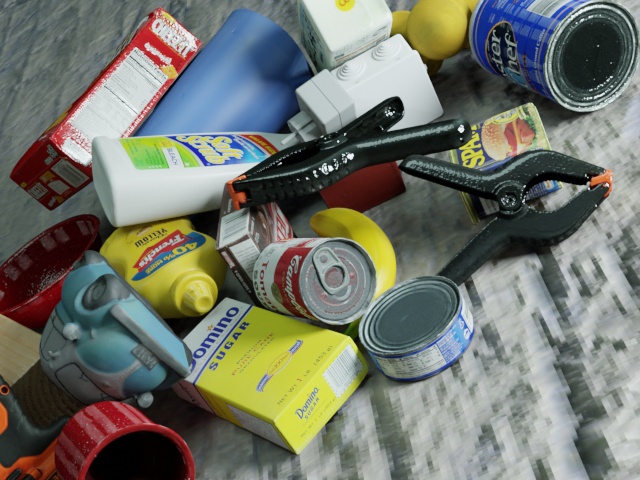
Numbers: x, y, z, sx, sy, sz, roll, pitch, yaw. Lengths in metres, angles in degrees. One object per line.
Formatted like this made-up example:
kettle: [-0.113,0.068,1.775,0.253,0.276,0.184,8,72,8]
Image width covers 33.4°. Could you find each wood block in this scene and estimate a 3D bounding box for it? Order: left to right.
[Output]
wood block: [-0.299,0.133,1.006,0.090,0.090,0.206,-46,34,-23]

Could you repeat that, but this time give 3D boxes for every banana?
banana: [0.030,0.014,0.943,0.070,0.037,0.198,-26,31,8]

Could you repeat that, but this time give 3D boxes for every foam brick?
foam brick: [0.035,-0.063,1.037,0.078,0.051,0.053,-26,31,7]

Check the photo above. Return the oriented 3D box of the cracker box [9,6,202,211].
cracker box: [-0.244,-0.147,1.204,0.164,0.072,0.213,-21,32,58]

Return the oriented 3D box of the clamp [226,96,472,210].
clamp: [0.021,-0.076,0.943,0.209,0.036,0.165,-25,20,-18]

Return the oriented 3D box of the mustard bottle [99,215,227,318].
mustard bottle: [-0.141,0.027,1.008,0.096,0.058,0.192,-29,28,-15]

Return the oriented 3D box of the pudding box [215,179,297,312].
pudding box: [-0.057,0.001,0.986,0.039,0.090,0.113,-22,32,17]

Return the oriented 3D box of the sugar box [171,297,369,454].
sugar box: [-0.051,0.104,0.872,0.177,0.048,0.093,14,52,49]

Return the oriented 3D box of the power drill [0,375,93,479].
power drill: [-0.284,0.170,0.850,0.184,0.187,0.057,-47,8,-27]

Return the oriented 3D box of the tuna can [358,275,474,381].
tuna can: [0.075,0.068,0.826,0.086,0.033,0.086,-22,31,14]

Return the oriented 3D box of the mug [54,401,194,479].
mug: [-0.162,0.182,0.819,0.117,0.093,0.082,-51,29,-11]

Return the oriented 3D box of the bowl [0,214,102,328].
bowl: [-0.290,0.044,1.155,0.162,0.055,0.162,-27,27,15]

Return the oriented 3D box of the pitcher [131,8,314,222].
pitcher: [-0.127,-0.131,1.191,0.242,0.145,0.149,-50,0,-15]

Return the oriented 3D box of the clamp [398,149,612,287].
clamp: [0.150,-0.018,0.860,0.172,0.120,0.039,-5,-6,17]

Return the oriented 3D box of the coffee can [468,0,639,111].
coffee can: [0.219,-0.189,1.011,0.102,0.102,0.140,-34,30,-6]

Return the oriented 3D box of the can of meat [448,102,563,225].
can of meat: [0.160,-0.070,0.933,0.084,0.057,0.102,-20,31,13]

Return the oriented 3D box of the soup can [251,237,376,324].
soup can: [-0.007,0.031,0.874,0.068,0.068,0.102,-43,17,-19]

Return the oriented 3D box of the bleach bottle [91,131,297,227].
bleach bottle: [-0.097,-0.075,1.080,0.250,0.068,0.103,-10,37,-20]
